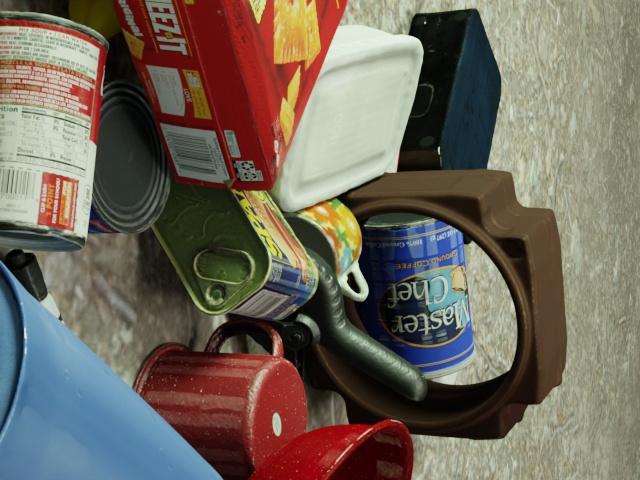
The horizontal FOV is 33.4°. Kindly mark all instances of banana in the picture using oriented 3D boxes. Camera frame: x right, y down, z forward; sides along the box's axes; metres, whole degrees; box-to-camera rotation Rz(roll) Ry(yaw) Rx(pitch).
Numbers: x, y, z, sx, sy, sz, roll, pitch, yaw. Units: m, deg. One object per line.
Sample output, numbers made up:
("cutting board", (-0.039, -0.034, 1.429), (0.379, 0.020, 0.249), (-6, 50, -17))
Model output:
("banana", (-0.096, -0.133, 0.652), (0.197, 0.037, 0.070), (-12, 119, -63))

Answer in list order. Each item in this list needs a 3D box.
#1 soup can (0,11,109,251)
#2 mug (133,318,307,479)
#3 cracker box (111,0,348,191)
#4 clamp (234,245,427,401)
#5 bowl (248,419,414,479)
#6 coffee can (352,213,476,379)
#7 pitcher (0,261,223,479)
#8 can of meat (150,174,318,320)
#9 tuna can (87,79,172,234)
("soup can", (-0.141, -0.050, 0.512), (0.068, 0.069, 0.102), (22, 70, -63))
("mug", (-0.057, 0.102, 0.672), (0.093, 0.082, 0.117), (61, 37, -46))
("cracker box", (-0.037, -0.160, 0.615), (0.164, 0.072, 0.213), (77, 26, -50))
("clamp", (-0.018, 0.071, 0.757), (0.171, 0.120, 0.039), (53, 15, -5))
("bowl", (-0.009, 0.169, 0.626), (0.161, 0.055, 0.162), (-41, 143, -41))
("coffee can", (0.080, 0.040, 0.944), (0.102, 0.103, 0.140), (-36, 122, -60))
("pitcher", (-0.130, 0.101, 0.481), (0.149, 0.145, 0.242), (-66, 151, -21))
("can of meat", (-0.054, 0.001, 0.672), (0.102, 0.057, 0.083), (57, 13, 20))
("tuna can", (-0.120, -0.046, 0.597), (0.086, 0.034, 0.086), (0, 90, -65))
